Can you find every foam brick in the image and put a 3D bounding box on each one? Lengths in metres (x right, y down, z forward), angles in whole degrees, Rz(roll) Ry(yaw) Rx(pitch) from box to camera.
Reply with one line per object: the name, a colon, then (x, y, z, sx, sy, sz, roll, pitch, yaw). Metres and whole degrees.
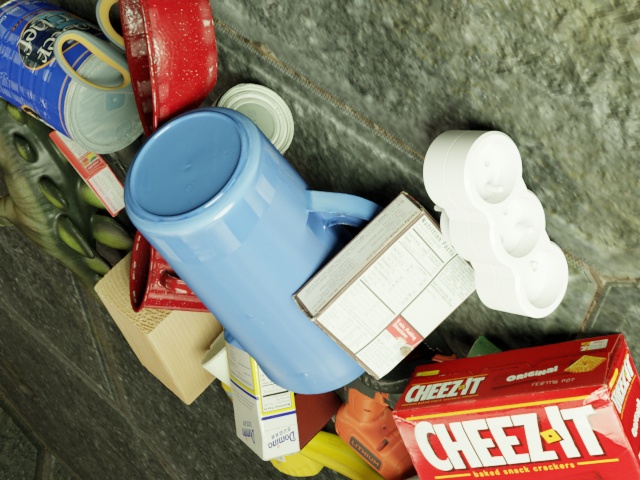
foam brick: (-0.024, 0.186, 1.164, 0.051, 0.078, 0.053, 56, 153, -14)

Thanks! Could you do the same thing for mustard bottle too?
mustard bottle: (-0.065, 0.191, 1.255, 0.096, 0.058, 0.191, 7, 134, 51)

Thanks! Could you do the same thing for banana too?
banana: (0.039, 0.255, 1.183, 0.198, 0.069, 0.037, 21, 113, 26)

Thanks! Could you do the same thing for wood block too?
wood block: (-0.168, 0.092, 1.204, 0.090, 0.090, 0.206, 37, 161, 23)

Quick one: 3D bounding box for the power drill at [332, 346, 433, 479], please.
power drill: (0.070, 0.153, 0.989, 0.185, 0.057, 0.188, 41, 152, 31)

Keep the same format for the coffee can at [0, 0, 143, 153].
coffee can: (-0.229, -0.152, 0.967, 0.140, 0.102, 0.103, 30, 150, 32)

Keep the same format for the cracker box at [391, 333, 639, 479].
cracker box: (0.168, 0.185, 0.773, 0.164, 0.072, 0.213, -14, 111, 31)

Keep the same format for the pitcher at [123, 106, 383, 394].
pitcher: (-0.033, 0.007, 0.807, 0.145, 0.149, 0.242, 33, 168, 38)

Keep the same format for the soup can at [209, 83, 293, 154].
soup can: (-0.070, -0.079, 0.867, 0.068, 0.068, 0.102, 49, 154, -4)

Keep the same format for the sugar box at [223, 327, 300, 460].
sugar box: (-0.062, 0.120, 1.064, 0.093, 0.048, 0.176, -163, 63, -67)

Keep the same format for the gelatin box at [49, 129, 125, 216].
gelatin box: (-0.235, -0.075, 1.105, 0.073, 0.030, 0.089, 48, 172, 24)

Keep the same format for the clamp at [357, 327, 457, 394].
clamp: (0.033, 0.091, 0.904, 0.172, 0.120, 0.039, 25, 168, 34)

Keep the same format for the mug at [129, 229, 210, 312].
mug: (-0.134, 0.030, 1.039, 0.117, 0.081, 0.093, -150, 68, -67)

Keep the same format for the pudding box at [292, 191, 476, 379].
pudding box: (0.051, 0.034, 0.770, 0.090, 0.113, 0.039, 45, 180, -35)

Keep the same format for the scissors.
scissors: (-0.127, -0.139, 0.910, 0.201, 0.096, 0.016, 23, 176, -25)

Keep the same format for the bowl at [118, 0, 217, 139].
bowl: (-0.113, -0.156, 0.793, 0.162, 0.055, 0.162, 170, 90, -77)
